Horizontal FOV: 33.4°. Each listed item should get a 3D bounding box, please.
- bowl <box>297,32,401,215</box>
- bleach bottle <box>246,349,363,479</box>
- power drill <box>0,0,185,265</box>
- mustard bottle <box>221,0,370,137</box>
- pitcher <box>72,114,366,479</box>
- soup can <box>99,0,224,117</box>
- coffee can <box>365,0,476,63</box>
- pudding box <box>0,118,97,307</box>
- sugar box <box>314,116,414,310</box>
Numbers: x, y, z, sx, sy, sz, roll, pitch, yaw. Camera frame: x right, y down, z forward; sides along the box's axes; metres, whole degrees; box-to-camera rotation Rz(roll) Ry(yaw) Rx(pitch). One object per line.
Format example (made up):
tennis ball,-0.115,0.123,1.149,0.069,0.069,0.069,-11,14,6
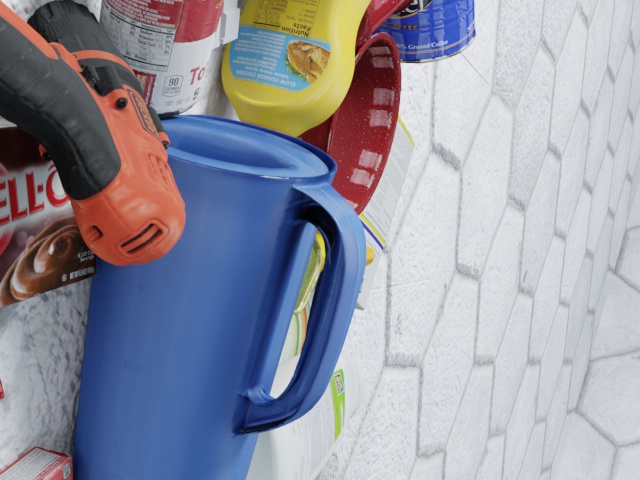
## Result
bowl,0.015,-0.098,0.894,0.162,0.055,0.162,15,90,-70
bleach bottle,-0.016,0.147,0.869,0.250,0.068,0.102,-18,109,-70
power drill,-0.138,-0.094,0.464,0.057,0.184,0.187,-37,138,6
mustard bottle,-0.019,-0.137,0.746,0.058,0.096,0.191,18,89,-64
pitcher,-0.071,0.053,0.634,0.149,0.145,0.243,-117,-142,-69
soup can,-0.089,-0.128,0.588,0.068,0.068,0.102,-48,163,-51
coffee can,0.085,-0.243,0.941,0.102,0.103,0.140,-56,149,-43
pudding box,-0.160,-0.016,0.545,0.113,0.039,0.090,-24,122,-63
sugar box,0.037,-0.032,1.002,0.176,0.048,0.093,-69,156,-13
